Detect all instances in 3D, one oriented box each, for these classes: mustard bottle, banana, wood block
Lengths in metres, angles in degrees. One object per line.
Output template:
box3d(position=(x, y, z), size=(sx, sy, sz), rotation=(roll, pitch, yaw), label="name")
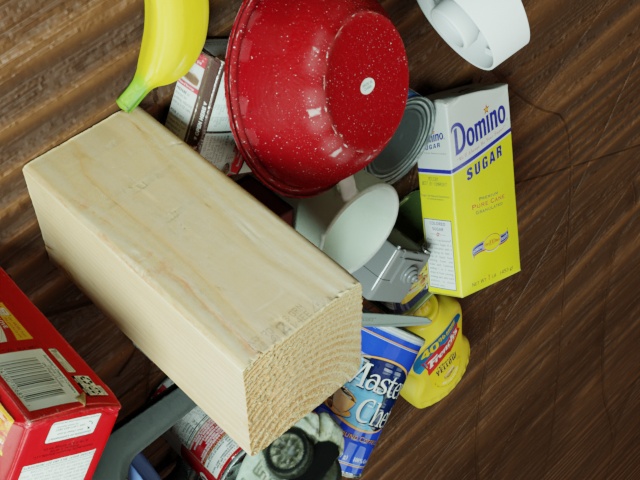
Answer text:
box3d(position=(0.114, 0.105, 1.153), size=(0.096, 0.058, 0.191), rotation=(-44, 149, -15), label="mustard bottle")
box3d(position=(-0.098, -0.154, 0.601), size=(0.069, 0.037, 0.198), rotation=(-39, 148, -24), label="banana")
box3d(position=(-0.078, 0.018, 0.645), size=(0.090, 0.206, 0.091), rotation=(-36, 146, -26), label="wood block")

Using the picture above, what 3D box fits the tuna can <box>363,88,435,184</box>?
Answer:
box3d(position=(0.054, -0.088, 0.885), size=(0.086, 0.034, 0.086), rotation=(-34, 146, -28), label="tuna can")

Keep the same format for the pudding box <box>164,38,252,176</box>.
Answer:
box3d(position=(-0.051, -0.092, 0.733), size=(0.113, 0.039, 0.090), rotation=(-14, 131, -50), label="pudding box")

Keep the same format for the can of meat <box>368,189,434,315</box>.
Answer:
box3d(position=(0.085, 0.012, 1.014), size=(0.102, 0.057, 0.084), rotation=(-42, 147, -17), label="can of meat")

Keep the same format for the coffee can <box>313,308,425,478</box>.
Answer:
box3d(position=(0.021, 0.132, 0.984), size=(0.102, 0.103, 0.140), rotation=(26, 90, -60), label="coffee can")

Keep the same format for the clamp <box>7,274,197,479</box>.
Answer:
box3d(position=(-0.168, 0.134, 0.688), size=(0.210, 0.164, 0.036), rotation=(-65, -169, -6), label="clamp")

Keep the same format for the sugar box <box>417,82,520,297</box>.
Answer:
box3d(position=(0.133, -0.047, 0.953), size=(0.093, 0.048, 0.176), rotation=(-21, 112, -42), label="sugar box")

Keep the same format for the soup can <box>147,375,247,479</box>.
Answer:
box3d(position=(-0.089, 0.158, 0.886), size=(0.068, 0.102, 0.068), rotation=(-34, 146, -28), label="soup can")

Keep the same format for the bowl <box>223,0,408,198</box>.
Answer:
box3d(position=(0.011, -0.106, 0.708), size=(0.161, 0.055, 0.162), rotation=(-13, 107, -49), label="bowl")

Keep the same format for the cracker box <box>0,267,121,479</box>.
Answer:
box3d(position=(-0.216, 0.133, 0.624), size=(0.071, 0.164, 0.214), rotation=(-3, 125, -50), label="cracker box")
